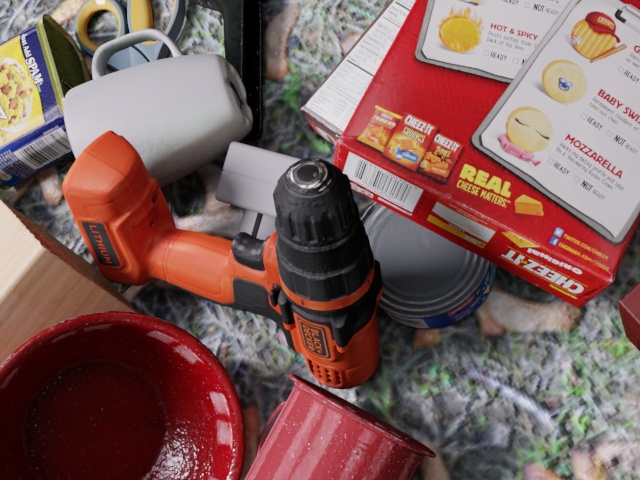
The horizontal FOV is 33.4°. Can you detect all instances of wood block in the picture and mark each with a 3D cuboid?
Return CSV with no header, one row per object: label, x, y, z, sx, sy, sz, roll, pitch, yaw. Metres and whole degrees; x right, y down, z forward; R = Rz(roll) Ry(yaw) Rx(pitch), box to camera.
wood block,-0.223,0.089,0.669,0.206,0.090,0.091,-51,41,-5

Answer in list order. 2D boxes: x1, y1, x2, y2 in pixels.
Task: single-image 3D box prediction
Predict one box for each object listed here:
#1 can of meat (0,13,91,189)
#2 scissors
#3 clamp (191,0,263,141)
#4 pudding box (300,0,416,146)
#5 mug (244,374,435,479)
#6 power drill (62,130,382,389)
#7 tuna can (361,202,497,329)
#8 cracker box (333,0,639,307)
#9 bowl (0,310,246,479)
can of meat,-0.210,-0.097,0.764,0.084,0.057,0.102,-26,64,10
scissors,-0.140,-0.109,0.768,0.096,0.016,0.202,-3,70,18
clamp,-0.038,-0.193,0.744,0.165,0.036,0.210,-39,61,17
pudding box,0.057,-0.098,0.688,0.090,0.039,0.113,37,82,26
mug,-0.002,0.129,0.604,0.117,0.093,0.081,23,83,54
power drill,-0.054,0.001,0.608,0.188,0.184,0.057,22,57,23
tuna can,0.064,0.010,0.649,0.086,0.033,0.086,-6,69,16
cracker box,0.126,-0.094,0.614,0.164,0.072,0.213,27,73,4
bowl,-0.129,0.119,0.634,0.161,0.055,0.162,-1,94,-21
